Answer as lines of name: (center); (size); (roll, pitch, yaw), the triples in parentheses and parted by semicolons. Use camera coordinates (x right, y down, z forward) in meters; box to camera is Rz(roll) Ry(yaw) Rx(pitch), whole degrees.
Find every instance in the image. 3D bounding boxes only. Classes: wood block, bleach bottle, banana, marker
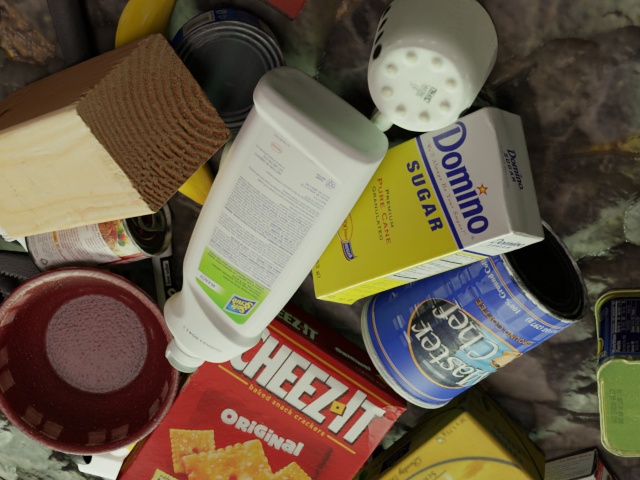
wood block: (-0.174, -0.070, 0.773); (0.207, 0.090, 0.090); (-6, 126, 48)
bleach bottle: (-0.055, 0.001, 0.785); (0.102, 0.068, 0.251); (37, 121, 3)
banana: (-0.118, -0.112, 0.807); (0.070, 0.037, 0.198); (7, 125, 13)
marker: (-0.130, 0.057, 0.909); (0.020, 0.020, 0.121); (-3, 100, 18)

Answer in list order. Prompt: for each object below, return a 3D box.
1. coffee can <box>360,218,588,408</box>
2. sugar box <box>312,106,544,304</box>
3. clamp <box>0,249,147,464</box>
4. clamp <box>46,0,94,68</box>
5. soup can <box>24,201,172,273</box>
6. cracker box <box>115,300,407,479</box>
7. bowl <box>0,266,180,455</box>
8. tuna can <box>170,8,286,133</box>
coffee can: (0.114, 0.050, 0.807); (0.102, 0.102, 0.141); (42, 124, -13)
sugar box: (0.067, -0.021, 0.760); (0.048, 0.093, 0.177); (9, 157, -45)
clamp: (-0.236, 0.087, 0.944); (0.210, 0.036, 0.164); (33, 93, 1)
clamp: (-0.195, -0.193, 0.775); (0.120, 0.039, 0.172); (29, 131, -17)
soup can: (-0.182, -0.009, 0.877); (0.102, 0.068, 0.068); (-14, 118, 25)
cracker box: (-0.052, 0.167, 0.914); (0.164, 0.072, 0.214); (34, 105, -8)
bowl: (-0.193, 0.094, 0.892); (0.162, 0.055, 0.162); (0, 102, 2)
tuna can: (-0.068, -0.123, 0.769); (0.086, 0.034, 0.086); (-4, 122, -7)
